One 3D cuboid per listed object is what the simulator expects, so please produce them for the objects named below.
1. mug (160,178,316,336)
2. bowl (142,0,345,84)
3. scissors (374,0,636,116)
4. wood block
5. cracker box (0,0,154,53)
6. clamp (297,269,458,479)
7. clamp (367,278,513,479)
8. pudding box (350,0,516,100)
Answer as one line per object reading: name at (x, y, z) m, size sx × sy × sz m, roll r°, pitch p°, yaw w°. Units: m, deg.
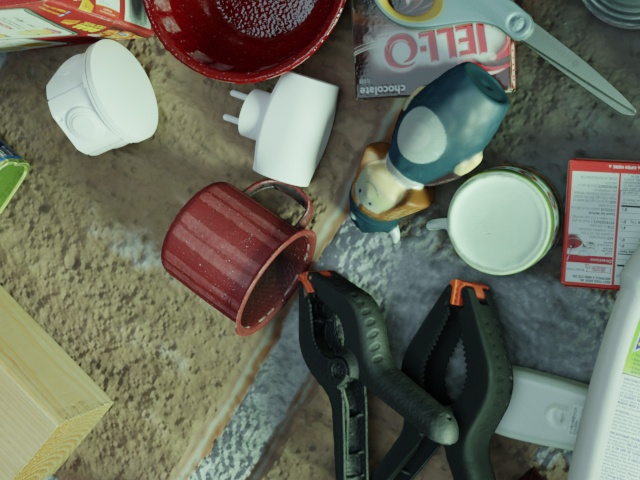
mug at (-0.055, 0.001, 0.787) m, size 0.081 × 0.093 × 0.117 m, roll 34°, pitch 74°, yaw 17°
bowl at (-0.048, -0.194, 0.779) m, size 0.162 × 0.055 × 0.162 m, roll 1°, pitch 95°, yaw 18°
scissors at (0.112, -0.138, 0.714) m, size 0.096 × 0.016 × 0.202 m, roll -36°, pitch 84°, yaw 16°
wood block at (-0.281, 0.097, 0.860) m, size 0.206 × 0.090 × 0.091 m, roll 43°, pitch 105°, yaw 11°
cracker box at (-0.254, -0.184, 0.790) m, size 0.214 × 0.164 × 0.072 m, roll -2°, pitch 92°, yaw 18°
clamp at (0.033, 0.092, 0.758) m, size 0.120 × 0.039 × 0.171 m, roll -30°, pitch 71°, yaw 37°
clamp at (0.082, 0.133, 0.757) m, size 0.165 × 0.036 × 0.210 m, roll -3°, pitch 79°, yaw 49°
pudding box at (0.080, -0.146, 0.751) m, size 0.114 × 0.039 × 0.090 m, roll -2°, pitch 94°, yaw 17°
